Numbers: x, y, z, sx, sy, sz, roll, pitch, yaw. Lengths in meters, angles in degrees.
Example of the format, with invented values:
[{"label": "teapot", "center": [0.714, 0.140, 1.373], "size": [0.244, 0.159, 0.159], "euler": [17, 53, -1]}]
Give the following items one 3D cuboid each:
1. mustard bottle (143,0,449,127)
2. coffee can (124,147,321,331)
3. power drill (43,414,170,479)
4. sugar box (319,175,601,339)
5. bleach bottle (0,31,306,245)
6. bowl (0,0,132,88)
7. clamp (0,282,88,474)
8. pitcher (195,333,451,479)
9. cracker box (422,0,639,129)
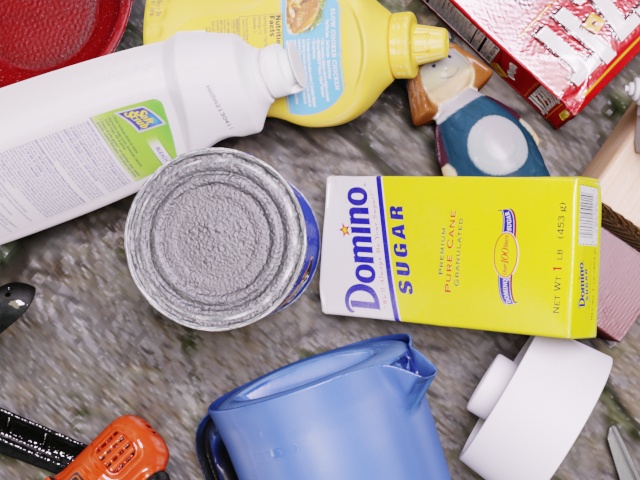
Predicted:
[{"label": "mustard bottle", "center": [-0.015, -0.120, 0.678], "size": [0.192, 0.058, 0.096], "euler": [0, 98, 17]}, {"label": "coffee can", "center": [-0.054, 0.001, 0.658], "size": [0.103, 0.140, 0.103], "euler": [0, 89, 3]}, {"label": "power drill", "center": [-0.124, 0.227, 0.650], "size": [0.188, 0.057, 0.184], "euler": [41, 83, 19]}, {"label": "sugar box", "center": [0.081, 0.007, 0.654], "size": [0.177, 0.048, 0.093], "euler": [2, 88, 35]}, {"label": "bleach bottle", "center": [-0.127, -0.065, 0.660], "size": [0.251, 0.102, 0.068], "euler": [-15, 51, 14]}, {"label": "bowl", "center": [-0.199, -0.163, 0.712], "size": [0.162, 0.055, 0.162], "euler": [0, 89, 3]}, {"label": "clamp", "center": [-0.254, 0.089, 0.683], "size": [0.210, 0.036, 0.164], "euler": [3, 127, 5]}, {"label": "pitcher", "center": [0.022, 0.190, 0.665], "size": [0.145, 0.149, 0.243], "euler": [-19, 91, -12]}, {"label": "cracker box", "center": [0.138, -0.205, 0.685], "size": [0.214, 0.072, 0.164], "euler": [44, 92, 3]}]
